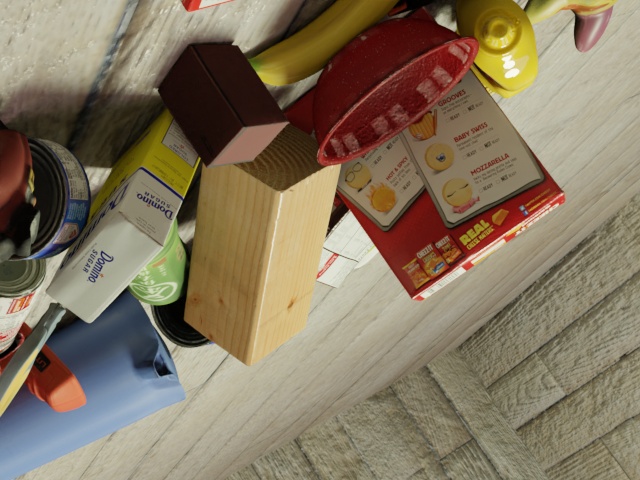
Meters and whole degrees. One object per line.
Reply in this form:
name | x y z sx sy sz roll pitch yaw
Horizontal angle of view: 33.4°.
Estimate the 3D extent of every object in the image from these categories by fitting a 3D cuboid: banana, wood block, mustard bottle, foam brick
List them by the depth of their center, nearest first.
foam brick | -0.074 -0.101 0.799 0.051 0.078 0.053 -17 160 -51
banana | 0.020 -0.179 0.835 0.198 0.037 0.069 -38 167 13
mustard bottle | 0.156 -0.177 0.945 0.058 0.096 0.191 -29 180 9
wood block | -0.056 0.002 0.986 0.090 0.090 0.206 -32 145 -43

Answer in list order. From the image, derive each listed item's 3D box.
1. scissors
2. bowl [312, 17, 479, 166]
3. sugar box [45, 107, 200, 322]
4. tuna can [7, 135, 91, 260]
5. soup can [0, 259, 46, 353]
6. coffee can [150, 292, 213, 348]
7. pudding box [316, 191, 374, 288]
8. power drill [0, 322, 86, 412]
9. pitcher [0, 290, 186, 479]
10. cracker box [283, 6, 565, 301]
scissors | -0.244 0.081 0.942 0.096 0.016 0.201 -53 -172 46
bowl | 0.049 -0.131 0.871 0.162 0.055 0.162 -34 169 -8
sugar box | -0.138 -0.027 0.787 0.093 0.048 0.176 -43 -164 27
tuna can | -0.202 -0.029 0.734 0.086 0.086 0.033 -39 166 17
soup can | -0.265 0.042 0.857 0.068 0.068 0.102 -22 160 -41
coffee can | -0.110 0.063 1.199 0.103 0.103 0.140 -40 164 21
pudding box | 0.014 -0.001 1.092 0.090 0.039 0.113 -50 157 7
power drill | -0.315 0.173 0.985 0.187 0.185 0.057 -36 147 -23
pitcher | -0.277 0.161 1.130 0.242 0.145 0.149 -27 152 -14
cracker box | 0.095 -0.076 0.977 0.164 0.214 0.072 -36 167 8
